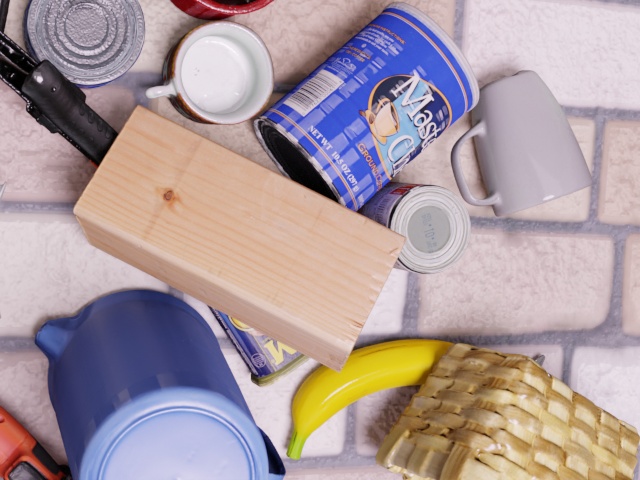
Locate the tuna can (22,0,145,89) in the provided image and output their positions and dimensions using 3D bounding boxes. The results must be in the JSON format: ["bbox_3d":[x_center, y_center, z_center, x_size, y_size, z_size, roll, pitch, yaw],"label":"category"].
[{"bbox_3d":[-0.170,-0.153,0.771,0.086,0.034,0.086,-2,95,-18],"label":"tuna can"}]

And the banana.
[{"bbox_3d":[0.056,0.114,0.871,0.197,0.037,0.069,-16,117,-15],"label":"banana"}]

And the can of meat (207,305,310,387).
[{"bbox_3d":[-0.030,0.049,0.824,0.102,0.057,0.084,-34,101,-13],"label":"can of meat"}]

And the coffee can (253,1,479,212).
[{"bbox_3d":[0.035,-0.097,0.807,0.140,0.103,0.102,-42,106,-11],"label":"coffee can"}]

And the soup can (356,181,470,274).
[{"bbox_3d":[0.064,-0.012,0.825,0.068,0.102,0.068,-2,95,-18],"label":"soup can"}]

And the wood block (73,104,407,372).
[{"bbox_3d":[-0.055,0.001,0.747,0.206,0.090,0.090,27,74,5],"label":"wood block"}]

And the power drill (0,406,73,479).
[{"bbox_3d":[-0.211,0.149,0.715,0.057,0.184,0.187,-45,97,-10],"label":"power drill"}]

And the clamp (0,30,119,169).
[{"bbox_3d":[-0.176,-0.092,0.718,0.039,0.120,0.171,-47,141,-1],"label":"clamp"}]

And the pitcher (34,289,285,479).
[{"bbox_3d":[-0.101,0.123,0.707,0.149,0.243,0.145,-15,102,-13],"label":"pitcher"}]
